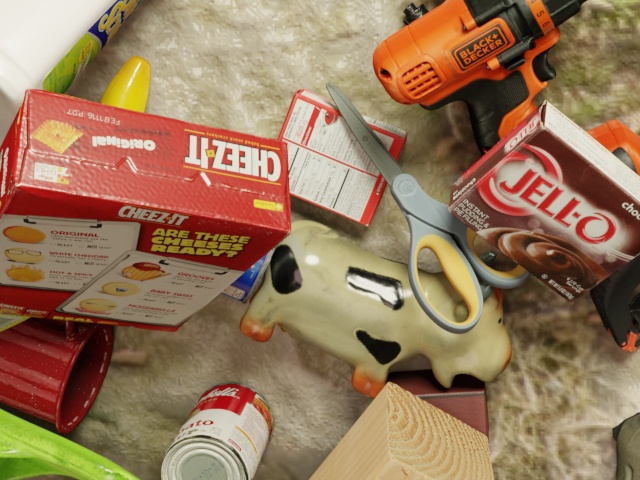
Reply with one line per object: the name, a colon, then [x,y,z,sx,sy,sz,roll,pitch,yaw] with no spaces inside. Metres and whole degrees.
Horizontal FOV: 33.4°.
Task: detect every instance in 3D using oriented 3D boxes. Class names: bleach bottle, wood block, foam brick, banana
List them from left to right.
bleach bottle: [-0.141,-0.174,0.693,0.068,0.103,0.250,38,65,-3]
banana: [-0.145,-0.039,0.821,0.069,0.037,0.198,-16,107,-17]
wood block: [0.029,0.218,0.779,0.090,0.090,0.206,30,114,-12]
foam brick: [0.090,0.132,0.819,0.078,0.053,0.051,-5,104,11]

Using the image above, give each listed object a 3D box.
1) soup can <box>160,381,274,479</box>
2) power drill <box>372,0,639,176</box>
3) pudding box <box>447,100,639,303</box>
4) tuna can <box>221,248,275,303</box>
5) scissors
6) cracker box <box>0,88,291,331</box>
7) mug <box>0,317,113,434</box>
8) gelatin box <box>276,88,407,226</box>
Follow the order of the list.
soup can: [-0.078,0.161,0.827,0.068,0.102,0.068,2,106,8]
power drill: [0.151,-0.104,0.703,0.185,0.057,0.187,-28,126,16]
pudding box: [0.153,-0.023,0.686,0.113,0.039,0.090,34,130,-14]
tuna can: [-0.055,0.001,0.786,0.033,0.086,0.086,22,108,-10]
scissors: [0.080,-0.034,0.746,0.096,0.016,0.202,-16,74,-9]
cracker box: [-0.135,-0.009,0.694,0.164,0.214,0.072,9,65,-24]
mug: [-0.218,0.086,0.833,0.081,0.093,0.117,19,129,8]
gelatin box: [0.010,-0.062,0.790,0.089,0.030,0.073,23,109,2]
